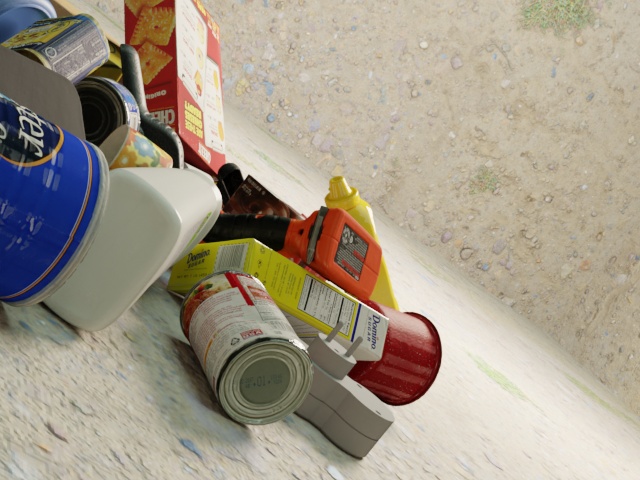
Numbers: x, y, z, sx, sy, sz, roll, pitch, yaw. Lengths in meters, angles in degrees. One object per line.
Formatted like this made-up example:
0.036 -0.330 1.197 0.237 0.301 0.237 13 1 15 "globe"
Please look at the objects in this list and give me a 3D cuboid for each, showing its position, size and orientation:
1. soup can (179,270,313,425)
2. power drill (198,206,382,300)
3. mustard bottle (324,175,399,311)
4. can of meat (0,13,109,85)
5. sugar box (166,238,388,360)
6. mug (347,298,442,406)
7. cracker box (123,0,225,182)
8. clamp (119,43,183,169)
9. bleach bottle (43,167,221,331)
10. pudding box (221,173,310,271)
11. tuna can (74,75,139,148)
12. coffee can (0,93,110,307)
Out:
-0.052 0.072 0.734 0.068 0.068 0.102 34 8 -31 "soup can"
-0.044 0.009 0.951 0.188 0.057 0.184 6 -17 28 "power drill"
0.043 0.011 1.275 0.096 0.058 0.191 -131 -158 -61 "mustard bottle"
-0.262 -0.172 1.012 0.102 0.083 0.057 3 -54 37 "can of meat"
-0.032 0.053 0.897 0.094 0.048 0.176 -4 -24 42 "sugar box"
0.045 0.102 1.007 0.117 0.093 0.081 1 -16 43 "mug"
-0.171 -0.189 1.252 0.164 0.072 0.214 49 36 -69 "cracker box"
-0.189 -0.113 1.081 0.171 0.120 0.039 42 3 3 "clamp"
-0.122 -0.005 0.761 0.068 0.102 0.251 42 5 -1 "bleach bottle"
-0.057 0.001 1.087 0.114 0.090 0.039 41 6 30 "pudding box"
-0.223 -0.118 1.045 0.086 0.086 0.033 38 9 6 "tuna can"
-0.197 -0.037 0.561 0.140 0.103 0.103 32 9 -41 "coffee can"
